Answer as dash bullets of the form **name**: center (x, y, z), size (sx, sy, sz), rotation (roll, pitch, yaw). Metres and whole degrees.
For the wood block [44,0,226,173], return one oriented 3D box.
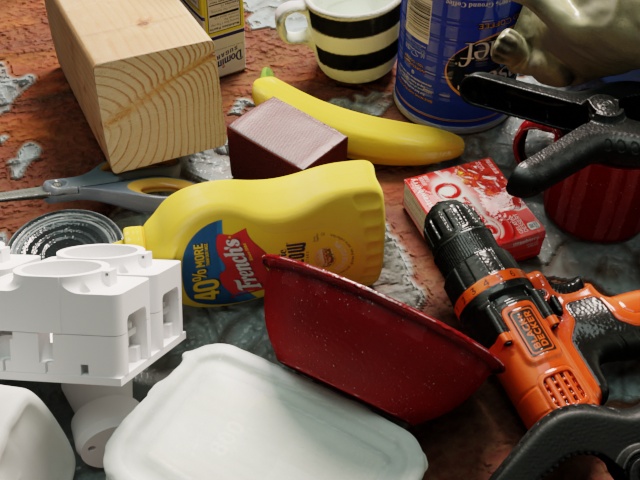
- **wood block**: center (-0.153, -0.149, 0.846), size (0.090, 0.090, 0.206), rotation (-16, 37, -16)

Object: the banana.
- **banana**: center (0.016, -0.097, 0.857), size (0.198, 0.037, 0.069), rotation (25, 51, 23)

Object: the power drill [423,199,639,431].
- **power drill**: center (0.179, 0.029, 0.707), size (0.187, 0.057, 0.184), rotation (-18, 61, -14)

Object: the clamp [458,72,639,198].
- **clamp**: center (0.180, -0.084, 0.728), size (0.171, 0.039, 0.120), rotation (-9, 51, -18)

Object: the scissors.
- **scissors**: center (-0.169, -0.030, 0.758), size (0.096, 0.016, 0.201), rotation (25, 30, 35)

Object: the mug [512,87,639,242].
- **mug**: center (0.199, -0.056, 0.787), size (0.117, 0.081, 0.093), rotation (17, 48, 15)

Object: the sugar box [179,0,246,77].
- **sugar box**: center (-0.101, -0.232, 0.892), size (0.048, 0.176, 0.093), rotation (-23, 50, -19)

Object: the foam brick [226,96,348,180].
- **foam brick**: center (-0.025, -0.064, 0.814), size (0.078, 0.053, 0.051), rotation (32, 53, 26)

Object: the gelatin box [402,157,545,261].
- **gelatin box**: center (0.111, -0.017, 0.784), size (0.073, 0.030, 0.089), rotation (-15, 47, -15)

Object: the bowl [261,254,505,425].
- **bowl**: center (0.026, 0.067, 0.641), size (0.162, 0.162, 0.055), rotation (23, 81, 20)

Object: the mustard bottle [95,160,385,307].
- **mustard bottle**: center (-0.055, 0.001, 0.719), size (0.191, 0.096, 0.058), rotation (-8, 47, -8)

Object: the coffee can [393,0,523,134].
- **coffee can**: center (0.113, -0.172, 0.858), size (0.103, 0.140, 0.103), rotation (0, 45, 0)

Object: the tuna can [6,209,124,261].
- **tuna can**: center (-0.176, 0.018, 0.746), size (0.086, 0.034, 0.086), rotation (0, 46, 0)

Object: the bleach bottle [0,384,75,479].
- **bleach bottle**: center (-0.277, 0.114, 0.620), size (0.251, 0.102, 0.068), rotation (6, 51, 15)
